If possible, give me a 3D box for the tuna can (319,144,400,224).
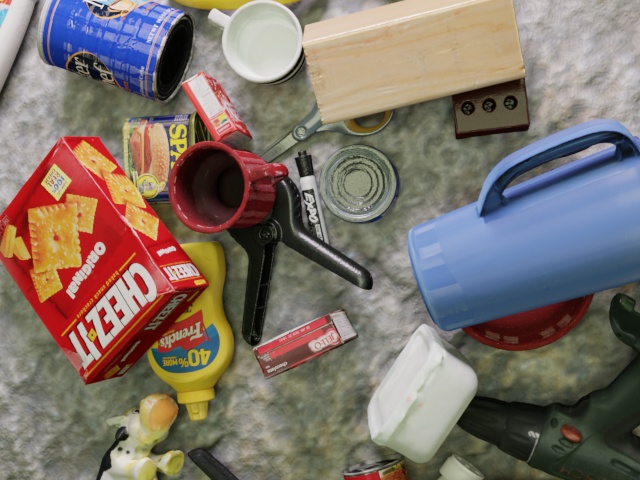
[{"bbox_3d":[0.042,-0.060,1.147,0.086,0.033,0.086,0,90,9],"label":"tuna can"}]

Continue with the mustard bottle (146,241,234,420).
[{"bbox_3d":[-0.144,0.100,1.165,0.096,0.058,0.191,-7,89,11],"label":"mustard bottle"}]

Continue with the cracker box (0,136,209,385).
[{"bbox_3d":[-0.245,0.020,1.139,0.164,0.072,0.214,-45,73,24],"label":"cracker box"}]

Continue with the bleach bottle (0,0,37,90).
[{"bbox_3d":[-0.389,-0.236,1.207,0.102,0.068,0.251,24,91,8],"label":"bleach bottle"}]

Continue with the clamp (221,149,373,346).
[{"bbox_3d":[-0.058,0.001,1.155,0.165,0.036,0.210,-35,80,21],"label":"clamp"}]

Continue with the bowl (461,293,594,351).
[{"bbox_3d":[0.202,0.032,1.109,0.162,0.055,0.162,0,90,9],"label":"bowl"}]

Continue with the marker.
[{"bbox_3d":[-0.008,-0.038,1.157,0.020,0.020,0.121,-11,93,9],"label":"marker"}]

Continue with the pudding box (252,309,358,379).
[{"bbox_3d":[-0.014,0.107,1.115,0.090,0.113,0.039,-25,86,9],"label":"pudding box"}]

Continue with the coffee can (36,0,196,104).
[{"bbox_3d":[-0.220,-0.218,1.157,0.140,0.102,0.103,20,93,9],"label":"coffee can"}]

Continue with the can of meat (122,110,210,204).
[{"bbox_3d":[-0.168,-0.089,1.172,0.084,0.057,0.102,-2,89,12],"label":"can of meat"}]

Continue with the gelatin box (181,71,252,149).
[{"bbox_3d":[-0.109,-0.138,1.145,0.030,0.089,0.073,-31,85,6],"label":"gelatin box"}]

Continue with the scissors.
[{"bbox_3d":[-0.001,-0.112,1.164,0.096,0.016,0.202,40,102,2],"label":"scissors"}]

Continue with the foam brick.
[{"bbox_3d":[0.177,-0.138,1.116,0.078,0.051,0.053,-7,88,9],"label":"foam brick"}]

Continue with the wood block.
[{"bbox_3d":[0.092,-0.191,1.080,0.206,0.091,0.090,-13,111,6],"label":"wood block"}]

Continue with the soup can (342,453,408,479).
[{"bbox_3d":[0.069,0.284,1.124,0.068,0.068,0.102,-16,87,9],"label":"soup can"}]

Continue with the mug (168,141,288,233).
[{"bbox_3d":[-0.087,-0.057,1.100,0.117,0.081,0.093,-19,83,22],"label":"mug"}]

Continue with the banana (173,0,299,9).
[{"bbox_3d":[-0.078,-0.272,1.156,0.198,0.069,0.037,-5,112,8],"label":"banana"}]

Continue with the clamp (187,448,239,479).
[{"bbox_3d":[-0.083,0.310,1.164,0.171,0.039,0.120,20,96,9],"label":"clamp"}]

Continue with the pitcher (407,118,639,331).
[{"bbox_3d":[0.207,-0.007,1.013,0.243,0.145,0.149,-19,80,11],"label":"pitcher"}]
